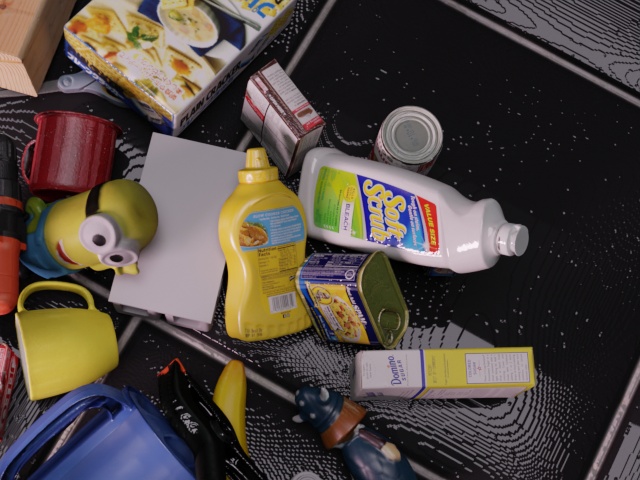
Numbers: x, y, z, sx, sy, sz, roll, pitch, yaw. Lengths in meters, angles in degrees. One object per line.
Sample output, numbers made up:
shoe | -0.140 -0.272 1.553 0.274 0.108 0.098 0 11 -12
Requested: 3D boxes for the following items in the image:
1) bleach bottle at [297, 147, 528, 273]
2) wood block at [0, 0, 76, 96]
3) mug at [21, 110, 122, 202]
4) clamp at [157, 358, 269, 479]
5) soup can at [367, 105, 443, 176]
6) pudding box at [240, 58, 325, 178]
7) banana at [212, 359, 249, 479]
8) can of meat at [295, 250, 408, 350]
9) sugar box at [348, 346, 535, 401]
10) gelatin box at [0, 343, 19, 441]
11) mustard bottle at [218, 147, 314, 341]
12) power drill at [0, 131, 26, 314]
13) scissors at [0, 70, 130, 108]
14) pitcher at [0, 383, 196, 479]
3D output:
bleach bottle | 0.092 -0.029 1.075 0.251 0.067 0.102 12 96 37
wood block | -0.323 -0.276 1.163 0.091 0.090 0.206 16 71 3
mug | -0.271 -0.083 1.130 0.117 0.093 0.081 0 77 27
clamp | -0.103 0.191 0.999 0.036 0.164 0.210 -42 61 5
soup can | 0.090 -0.096 1.151 0.068 0.102 0.068 1 74 -5
pudding box | -0.042 -0.128 1.143 0.039 0.113 0.090 -36 81 -17
banana | -0.076 0.221 1.077 0.069 0.037 0.198 -25 71 2
can of meat | 0.032 0.060 1.089 0.084 0.102 0.057 0 37 36
sugar box | 0.121 0.137 1.093 0.176 0.093 0.048 2 74 -5
gelatin box | -0.326 0.150 1.060 0.030 0.073 0.089 9 73 -4
mustard bottle | -0.057 0.001 1.092 0.096 0.058 0.191 -10 101 -34
power drill | -0.378 -0.007 1.065 0.188 0.057 0.184 -11 71 24
scissors | -0.272 -0.192 1.191 0.201 0.016 0.096 6 72 -3
pitcher | -0.233 0.253 0.998 0.242 0.145 0.149 -40 78 -6
